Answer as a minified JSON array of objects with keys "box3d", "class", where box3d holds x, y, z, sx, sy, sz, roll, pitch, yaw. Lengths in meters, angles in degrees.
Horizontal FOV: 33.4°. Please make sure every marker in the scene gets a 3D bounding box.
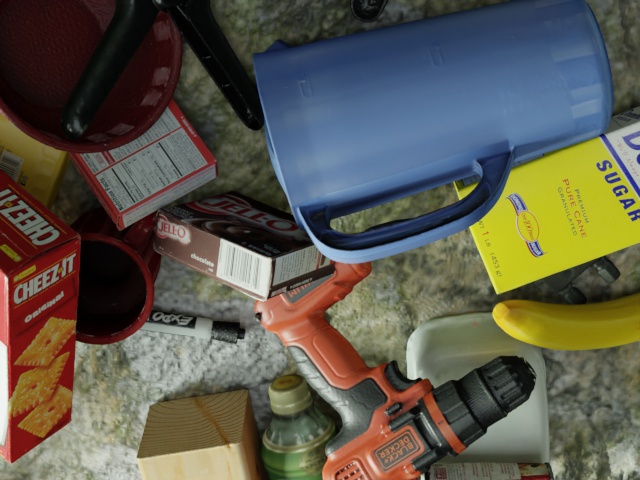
[{"box3d":[-0.123,0.070,0.897,0.121,0.020,0.020,9,111,-2],"class":"marker"}]

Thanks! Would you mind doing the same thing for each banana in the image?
[{"box3d":[0.224,0.058,0.855,0.197,0.037,0.070,-10,129,-15],"class":"banana"}]

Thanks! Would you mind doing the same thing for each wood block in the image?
[{"box3d":[-0.087,0.245,0.927,0.090,0.091,0.206,-10,111,4],"class":"wood block"}]

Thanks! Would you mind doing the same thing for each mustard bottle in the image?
[{"box3d":[-0.289,-0.085,0.817,0.191,0.058,0.096,23,116,-8],"class":"mustard bottle"}]

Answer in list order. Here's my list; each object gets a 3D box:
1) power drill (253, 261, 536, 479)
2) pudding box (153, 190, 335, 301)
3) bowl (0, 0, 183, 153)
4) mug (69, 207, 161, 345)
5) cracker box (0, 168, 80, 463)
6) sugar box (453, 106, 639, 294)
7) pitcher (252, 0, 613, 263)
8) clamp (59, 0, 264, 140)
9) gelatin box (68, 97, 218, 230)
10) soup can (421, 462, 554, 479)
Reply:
[{"box3d":[0.049,0.091,0.835,0.184,0.057,0.188,-34,75,6],"class":"power drill"},{"box3d":[-0.055,0.001,0.805,0.114,0.089,0.039,24,116,29],"class":"pudding box"},{"box3d":[-0.182,-0.142,0.770,0.161,0.055,0.162,-2,93,-37],"class":"bowl"},{"box3d":[-0.164,0.015,0.842,0.093,0.081,0.117,36,108,-12],"class":"mug"},{"box3d":[-0.256,0.039,0.789,0.164,0.072,0.214,36,137,21],"class":"cracker box"},{"box3d":[0.200,-0.034,0.813,0.176,0.048,0.093,-21,107,11],"class":"sugar box"},{"box3d":[0.081,-0.090,0.767,0.243,0.145,0.149,-14,109,3],"class":"pitcher"},{"box3d":[-0.120,-0.170,0.756,0.164,0.036,0.210,-16,105,-36],"class":"clamp"},{"box3d":[-0.133,-0.060,0.804,0.089,0.030,0.073,-32,72,-16],"class":"gelatin box"},{"box3d":[0.133,0.213,0.856,0.102,0.068,0.068,-1,112,2],"class":"soup can"}]
